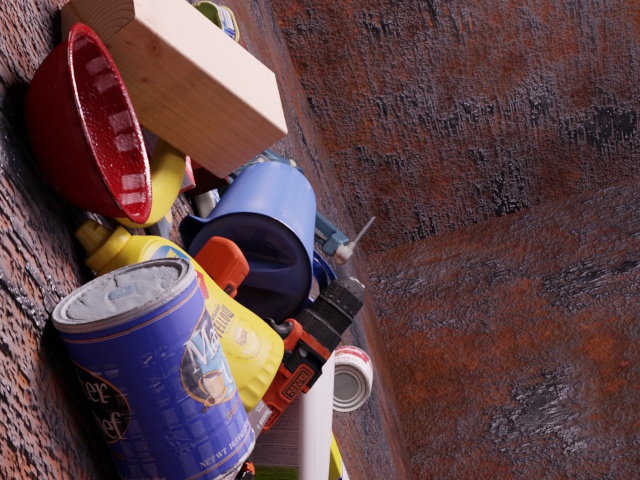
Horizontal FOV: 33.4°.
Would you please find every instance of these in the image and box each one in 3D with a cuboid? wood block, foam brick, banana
[{"bbox_3d":[-0.134,-0.156,0.996,0.205,0.090,0.091,34,33,-44],"label":"wood block"},{"bbox_3d":[-0.145,-0.101,1.264,0.053,0.051,0.078,62,13,-60],"label":"foam brick"},{"bbox_3d":[-0.156,-0.056,0.990,0.197,0.037,0.069,-62,151,-67],"label":"banana"}]

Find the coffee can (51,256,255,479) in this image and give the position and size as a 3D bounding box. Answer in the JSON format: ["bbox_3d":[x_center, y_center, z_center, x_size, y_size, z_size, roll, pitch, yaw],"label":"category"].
[{"bbox_3d":[-0.116,0.096,0.754,0.103,0.103,0.140,-88,161,-71],"label":"coffee can"}]

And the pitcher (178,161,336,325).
[{"bbox_3d":[-0.058,0.001,1.176,0.242,0.145,0.149,-78,158,-70],"label":"pitcher"}]

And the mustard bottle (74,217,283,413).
[{"bbox_3d":[-0.118,0.053,0.846,0.191,0.058,0.096,43,36,-12],"label":"mustard bottle"}]

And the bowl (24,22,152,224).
[{"bbox_3d":[-0.185,-0.083,0.830,0.162,0.055,0.162,-17,90,-84],"label":"bowl"}]

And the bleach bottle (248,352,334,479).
[{"bbox_3d":[-0.039,0.228,1.108,0.068,0.103,0.251,18,70,-52],"label":"bleach bottle"}]

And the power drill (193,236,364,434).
[{"bbox_3d":[-0.055,0.077,1.010,0.057,0.184,0.187,29,-11,48],"label":"power drill"}]

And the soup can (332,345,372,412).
[{"bbox_3d":[0.033,0.180,1.392,0.102,0.068,0.068,-51,124,-83],"label":"soup can"}]
